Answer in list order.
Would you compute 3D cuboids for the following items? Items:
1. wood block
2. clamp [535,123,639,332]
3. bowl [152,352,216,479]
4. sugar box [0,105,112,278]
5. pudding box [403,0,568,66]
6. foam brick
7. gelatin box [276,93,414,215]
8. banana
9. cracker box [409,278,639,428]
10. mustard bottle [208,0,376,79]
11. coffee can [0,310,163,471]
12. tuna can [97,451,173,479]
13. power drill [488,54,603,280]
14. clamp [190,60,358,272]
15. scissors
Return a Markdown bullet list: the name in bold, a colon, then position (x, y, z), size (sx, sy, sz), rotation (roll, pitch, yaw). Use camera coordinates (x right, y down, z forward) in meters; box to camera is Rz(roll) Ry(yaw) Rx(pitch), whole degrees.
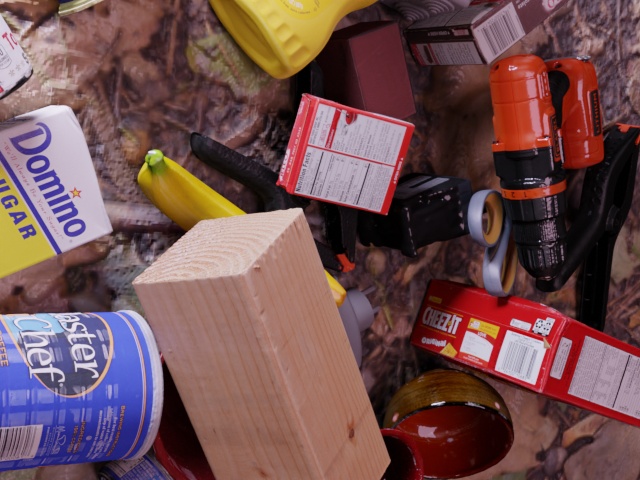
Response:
- **wood block**: position (-0.034, 0.093, 0.727), size (0.090, 0.090, 0.206), rotation (-48, 125, -51)
- **clamp**: position (0.261, -0.018, 1.015), size (0.164, 0.036, 0.210), rotation (26, 79, -57)
- **bowl**: position (-0.070, 0.111, 0.812), size (0.161, 0.055, 0.162), rotation (-6, 101, -34)
- **sugar box**: position (-0.229, -0.017, 0.685), size (0.176, 0.048, 0.093), rotation (-25, 111, -28)
- **pudding box**: position (0.139, -0.188, 0.888), size (0.113, 0.090, 0.039), rotation (-37, 115, -24)
- **foam brick**: position (0.036, -0.130, 0.848), size (0.051, 0.053, 0.078), rotation (-24, 111, -30)
- **gelatin box**: position (0.019, -0.064, 0.806), size (0.089, 0.030, 0.073), rotation (12, 101, -27)
- **banana**: position (-0.066, -0.006, 0.785), size (0.197, 0.070, 0.037), rotation (36, 89, -30)
- **cracker box**: position (0.213, 0.106, 0.942), size (0.213, 0.164, 0.072), rotation (21, 86, -35)
- **mustard bottle**: position (0.008, -0.215, 0.810), size (0.191, 0.058, 0.096), rotation (-45, 102, -22)
- **coffee can**: position (-0.188, 0.098, 0.698), size (0.140, 0.103, 0.103), rotation (1, 97, -35)
- **tuna can**: position (-0.123, 0.191, 0.769), size (0.033, 0.086, 0.086), rotation (-35, 116, -24)
- **power drill**: position (0.198, -0.077, 0.916), size (0.187, 0.057, 0.184), rotation (-37, 121, -60)
- **clamp**: position (-0.027, -0.042, 0.829), size (0.120, 0.039, 0.171), rotation (-26, 110, -17)
- **scissors**: position (0.156, -0.046, 0.909), size (0.096, 0.016, 0.201), rotation (53, 40, -43)
